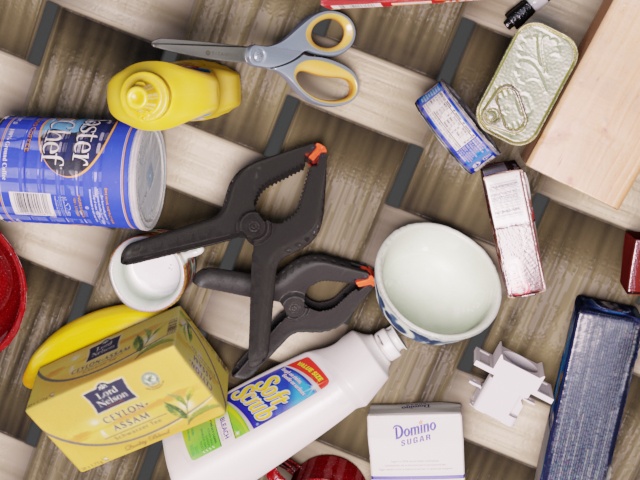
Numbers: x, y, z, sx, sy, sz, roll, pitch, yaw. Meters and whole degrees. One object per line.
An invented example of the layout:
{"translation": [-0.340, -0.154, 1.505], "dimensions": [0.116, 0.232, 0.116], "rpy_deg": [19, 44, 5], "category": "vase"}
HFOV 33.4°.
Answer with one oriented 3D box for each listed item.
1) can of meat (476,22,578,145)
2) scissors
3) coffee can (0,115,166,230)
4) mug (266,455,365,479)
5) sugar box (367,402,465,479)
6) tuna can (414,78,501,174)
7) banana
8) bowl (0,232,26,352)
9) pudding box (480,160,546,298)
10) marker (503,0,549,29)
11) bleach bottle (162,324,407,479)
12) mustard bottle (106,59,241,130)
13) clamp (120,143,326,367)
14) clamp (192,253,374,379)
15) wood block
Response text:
{"translation": [0.180, -0.139, 0.942], "dimensions": [0.057, 0.084, 0.102], "rpy_deg": [27, 103, 3], "category": "can of meat"}
{"translation": [-0.046, -0.181, 0.953], "dimensions": [0.201, 0.016, 0.096], "rpy_deg": [19, 87, -28], "category": "scissors"}
{"translation": [-0.225, -0.064, 1.000], "dimensions": [0.140, 0.102, 0.103], "rpy_deg": [3, 101, 7], "category": "coffee can"}
{"translation": [-0.005, 0.253, 1.039], "dimensions": [0.117, 0.081, 0.093], "rpy_deg": [38, 103, -1], "category": "mug"}
{"translation": [0.097, 0.248, 1.044], "dimensions": [0.093, 0.048, 0.176], "rpy_deg": [-2, 96, 8], "category": "sugar box"}
{"translation": [0.123, -0.101, 0.956], "dimensions": [0.034, 0.086, 0.086], "rpy_deg": [-38, 94, 14], "category": "tuna can"}
{"translation": [-0.212, 0.101, 1.062], "dimensions": [0.198, 0.037, 0.069], "rpy_deg": [-11, 98, 9], "category": "banana"}
{"translation": [-0.360, 0.042, 1.061], "dimensions": [0.162, 0.055, 0.162], "rpy_deg": [1, 100, 7], "category": "bowl"}
{"translation": [0.173, -0.012, 0.964], "dimensions": [0.039, 0.090, 0.113], "rpy_deg": [-10, 98, 7], "category": "pudding box"}
{"translation": [0.213, -0.232, 0.954], "dimensions": [0.121, 0.020, 0.020], "rpy_deg": [-40, 93, 12], "category": "marker"}
{"translation": [-0.031, 0.156, 1.026], "dimensions": [0.251, 0.102, 0.068], "rpy_deg": [-34, 123, 5], "category": "bleach bottle"}
{"translation": [-0.133, -0.128, 0.931], "dimensions": [0.096, 0.191, 0.058], "rpy_deg": [1, 100, 7], "category": "mustard bottle"}
{"translation": [-0.056, 0.001, 0.987], "dimensions": [0.210, 0.036, 0.164], "rpy_deg": [-44, 83, -9], "category": "clamp"}
{"translation": [-0.035, 0.052, 1.022], "dimensions": [0.171, 0.039, 0.120], "rpy_deg": [-28, 116, 5], "category": "clamp"}
{"translation": [0.264, -0.142, 0.928], "dimensions": [0.090, 0.090, 0.206], "rpy_deg": [27, 102, 2], "category": "wood block"}
